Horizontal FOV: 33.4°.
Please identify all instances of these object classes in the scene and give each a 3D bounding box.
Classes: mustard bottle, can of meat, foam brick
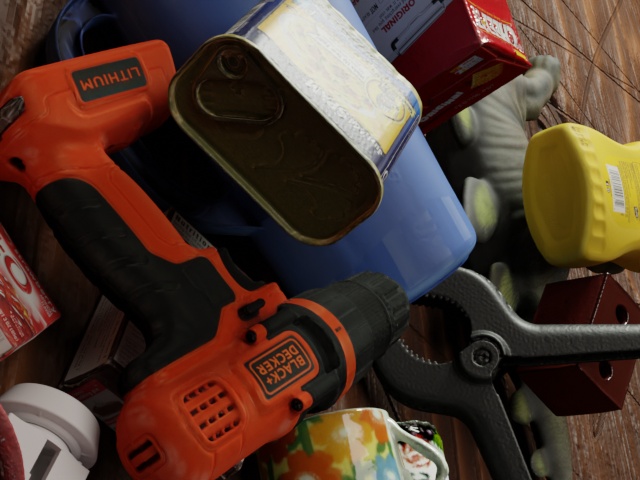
[{"bbox_3d":[0.226,-0.025,0.774,0.191,0.058,0.096,5,73,-42],"label":"mustard bottle"},{"bbox_3d":[-0.007,-0.062,0.488,0.102,0.058,0.083,44,37,-9],"label":"can of meat"},{"bbox_3d":[0.173,0.069,0.708,0.053,0.051,0.078,43,55,-27],"label":"foam brick"}]

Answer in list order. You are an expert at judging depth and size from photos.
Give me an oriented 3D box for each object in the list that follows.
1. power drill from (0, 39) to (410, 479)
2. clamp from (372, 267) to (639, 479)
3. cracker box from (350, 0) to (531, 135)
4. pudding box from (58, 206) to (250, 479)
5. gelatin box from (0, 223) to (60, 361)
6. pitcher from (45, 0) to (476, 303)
[{"bbox_3d":[-0.053,0.001,0.482,0.188,0.057,0.184,54,38,7],"label":"power drill"},{"bbox_3d":[0.097,0.085,0.645,0.164,0.210,0.036,-61,165,-16],"label":"clamp"},{"bbox_3d":[0.027,-0.169,0.707,0.071,0.164,0.214,8,59,-49],"label":"cracker box"},{"bbox_3d":[-0.067,0.052,0.525,0.090,0.039,0.113,43,34,-23],"label":"pudding box"},{"bbox_3d":[-0.146,0.006,0.429,0.089,0.030,0.073,59,2,-5],"label":"gelatin box"},{"bbox_3d":[-0.026,-0.066,0.592,0.243,0.149,0.145,58,15,-4],"label":"pitcher"}]
